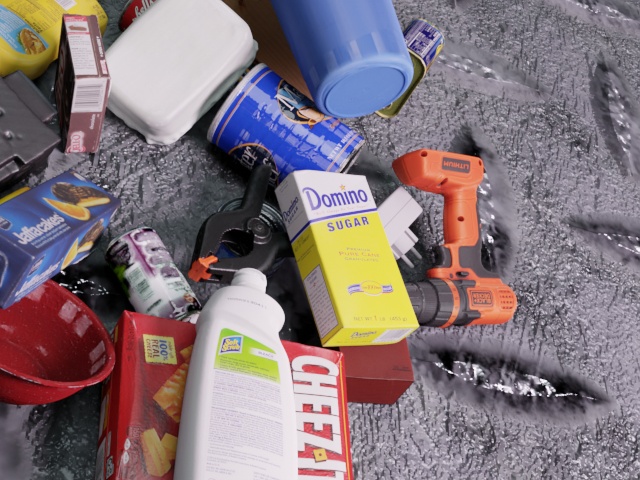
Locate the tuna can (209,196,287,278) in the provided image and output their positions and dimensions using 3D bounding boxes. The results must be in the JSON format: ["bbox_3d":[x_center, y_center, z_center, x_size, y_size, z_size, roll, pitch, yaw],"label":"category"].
[{"bbox_3d":[-0.073,-0.002,1.089,0.086,0.034,0.086,15,49,-18],"label":"tuna can"}]

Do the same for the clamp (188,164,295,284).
[{"bbox_3d":[-0.057,0.001,1.044,0.120,0.039,0.171,37,46,7],"label":"clamp"}]

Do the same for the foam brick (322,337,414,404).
[{"bbox_3d":[0.043,0.124,1.037,0.078,0.051,0.053,8,52,-23],"label":"foam brick"}]

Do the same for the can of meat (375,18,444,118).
[{"bbox_3d":[0.101,-0.212,1.305,0.057,0.102,0.083,35,44,1],"label":"can of meat"}]

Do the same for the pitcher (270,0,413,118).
[{"bbox_3d":[0.018,-0.253,1.142,0.149,0.145,0.243,-12,65,-15],"label":"pitcher"}]

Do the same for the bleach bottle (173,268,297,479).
[{"bbox_3d":[-0.060,0.130,0.870,0.102,0.068,0.250,18,47,-17],"label":"bleach bottle"}]

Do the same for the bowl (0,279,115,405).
[{"bbox_3d":[-0.252,0.084,0.872,0.162,0.055,0.162,30,18,-11],"label":"bowl"}]

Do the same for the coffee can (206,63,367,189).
[{"bbox_3d":[-0.036,-0.108,1.146,0.140,0.103,0.102,37,46,3],"label":"coffee can"}]

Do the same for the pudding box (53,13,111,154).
[{"bbox_3d":[-0.241,-0.156,1.068,0.039,0.114,0.090,-3,56,-24],"label":"pudding box"}]

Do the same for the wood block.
[{"bbox_3d":[-0.032,-0.254,1.264,0.206,0.091,0.090,49,36,14],"label":"wood block"}]

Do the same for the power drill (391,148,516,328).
[{"bbox_3d":[0.125,0.001,1.133,0.184,0.057,0.187,5,74,-41],"label":"power drill"}]

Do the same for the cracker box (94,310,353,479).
[{"bbox_3d":[-0.081,0.161,0.927,0.213,0.072,0.164,13,50,-20],"label":"cracker box"}]

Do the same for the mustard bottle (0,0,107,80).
[{"bbox_3d":[-0.317,-0.212,1.110,0.096,0.058,0.191,40,46,5],"label":"mustard bottle"}]

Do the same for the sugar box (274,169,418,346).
[{"bbox_3d":[0.024,0.015,1.034,0.093,0.048,0.176,2,59,-36],"label":"sugar box"}]
